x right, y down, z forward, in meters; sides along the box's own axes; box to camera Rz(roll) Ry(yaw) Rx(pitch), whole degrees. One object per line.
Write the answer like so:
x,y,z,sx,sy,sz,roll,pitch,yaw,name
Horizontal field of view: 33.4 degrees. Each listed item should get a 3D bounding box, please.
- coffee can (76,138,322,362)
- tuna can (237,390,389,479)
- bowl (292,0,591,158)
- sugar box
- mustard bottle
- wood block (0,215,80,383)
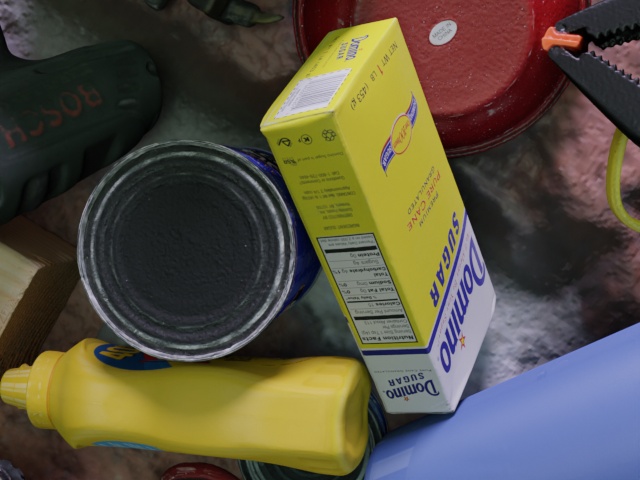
-0.054,0.001,0.552,0.103,0.140,0.103,0,93,7,coffee can
-0.004,0.115,0.607,0.086,0.033,0.086,0,94,7,tuna can
0.063,-0.114,0.555,0.162,0.055,0.162,2,110,5,bowl
0.036,-0.009,0.528,0.048,0.093,0.176,-8,123,32,sugar box
-0.074,0.083,0.549,0.192,0.096,0.058,3,88,12,mustard bottle
-0.249,-0.003,0.600,0.206,0.090,0.090,31,96,4,wood block
